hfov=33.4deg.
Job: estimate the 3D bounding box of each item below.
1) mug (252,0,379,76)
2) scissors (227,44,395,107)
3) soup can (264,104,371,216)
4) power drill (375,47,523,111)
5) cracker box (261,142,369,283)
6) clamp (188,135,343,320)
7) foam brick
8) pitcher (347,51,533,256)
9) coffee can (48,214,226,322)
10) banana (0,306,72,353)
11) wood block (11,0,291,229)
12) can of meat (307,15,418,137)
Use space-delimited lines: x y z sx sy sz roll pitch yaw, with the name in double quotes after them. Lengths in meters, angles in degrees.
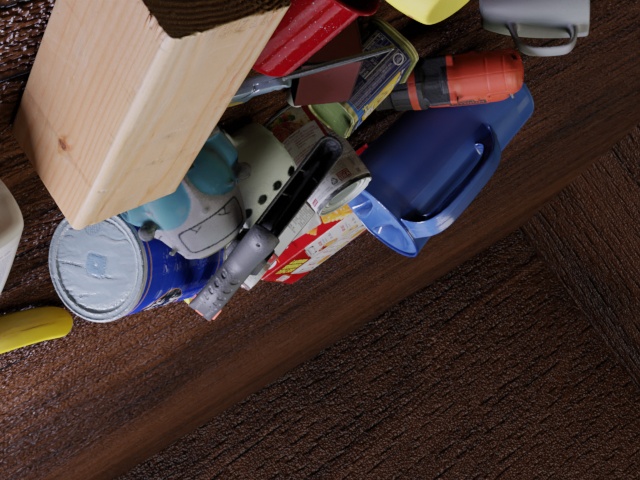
-0.029 -0.162 0.695 0.082 0.093 0.117 -36 160 31 "mug"
-0.038 -0.123 0.834 0.202 0.016 0.096 -13 -175 7 "scissors"
-0.004 -0.084 1.068 0.068 0.102 0.068 -34 170 -7 "soup can"
0.127 -0.166 1.126 0.185 0.057 0.187 -4 -171 17 "power drill"
0.008 -0.032 1.427 0.214 0.072 0.164 -36 169 8 "cracker box"
-0.056 0.001 0.954 0.210 0.036 0.164 -48 -176 47 "clamp"
0.002 -0.151 0.882 0.051 0.053 0.078 -7 164 -9 "foam brick"
0.145 -0.104 1.262 0.242 0.149 0.145 -47 167 -10 "pitcher"
-0.166 0.014 0.989 0.103 0.103 0.140 -40 169 24 "coffee can"
-0.310 0.093 1.086 0.070 0.037 0.197 -21 177 31 "banana"
-0.114 -0.105 0.662 0.090 0.091 0.206 -26 167 -37 "wood block"
0.036 -0.146 0.976 0.084 0.057 0.102 -47 178 -9 "can of meat"
